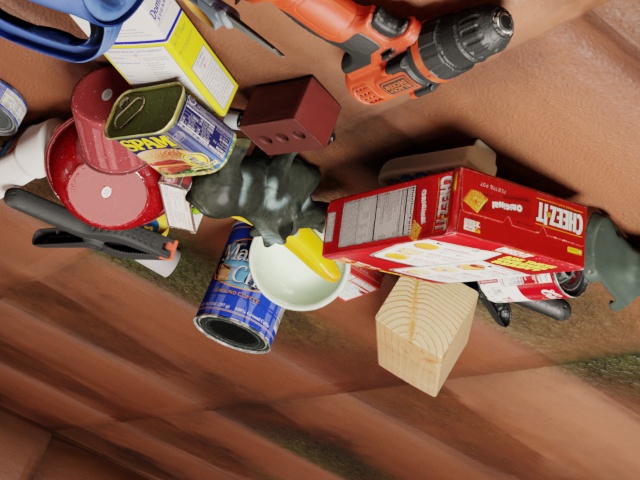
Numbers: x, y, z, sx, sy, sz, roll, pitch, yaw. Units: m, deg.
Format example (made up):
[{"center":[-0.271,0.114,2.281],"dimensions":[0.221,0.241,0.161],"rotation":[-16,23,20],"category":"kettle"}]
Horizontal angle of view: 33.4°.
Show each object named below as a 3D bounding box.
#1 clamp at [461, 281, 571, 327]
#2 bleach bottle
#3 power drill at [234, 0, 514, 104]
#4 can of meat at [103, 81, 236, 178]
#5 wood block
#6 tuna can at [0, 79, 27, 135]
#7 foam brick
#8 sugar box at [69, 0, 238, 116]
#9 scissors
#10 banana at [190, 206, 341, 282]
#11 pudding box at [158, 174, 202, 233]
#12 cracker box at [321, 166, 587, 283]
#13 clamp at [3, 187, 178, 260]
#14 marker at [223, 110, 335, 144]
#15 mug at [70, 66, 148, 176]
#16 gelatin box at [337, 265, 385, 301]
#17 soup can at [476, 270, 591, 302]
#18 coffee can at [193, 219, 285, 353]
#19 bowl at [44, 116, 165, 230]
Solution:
[{"center":[0.203,0.050,1.221],"dimensions":[0.171,0.039,0.120],"rotation":[36,150,-30],"category":"clamp"},{"center":[-0.372,-0.101,1.314],"dimensions":[0.251,0.102,0.068],"rotation":[-17,122,41],"category":"bleach bottle"},{"center":[0.036,-0.184,0.847],"dimensions":[0.187,0.057,0.185],"rotation":[34,153,-26],"category":"power drill"},{"center":[-0.145,-0.105,1.041],"dimensions":[0.102,0.057,0.083],"rotation":[-2,152,40],"category":"can of meat"},{"center":[0.126,0.110,1.299],"dimensions":[0.090,0.090,0.206],"rotation":[30,165,14],"category":"wood block"},{"center":[-0.391,-0.161,1.258],"dimensions":[0.086,0.033,0.086],"rotation":[17,155,8],"category":"tuna can"},{"center":[-0.029,-0.120,1.037],"dimensions":[0.078,0.051,0.053],"rotation":[-3,147,42],"category":"foam brick"},{"center":[-0.161,-0.187,1.011],"dimensions":[0.093,0.048,0.176],"rotation":[5,149,31],"category":"sugar box"},{"center":[-0.088,-0.197,0.859],"dimensions":[0.096,0.016,0.202],"rotation":[53,174,-26],"category":"scissors"},{"center":[-0.059,-0.015,1.201],"dimensions":[0.197,0.069,0.037],"rotation":[26,143,-24],"category":"banana"},{"center":[-0.143,-0.072,1.180],"dimensions":[0.039,0.090,0.113],"rotation":[17,156,8],"category":"pudding box"},{"center":[0.128,-0.009,1.057],"dimensions":[0.163,0.072,0.214],"rotation":[14,166,-31],"category":"cracker box"},{"center":[-0.283,-0.012,1.320],"dimensions":[0.210,0.036,0.164],"rotation":[10,161,9],"category":"clamp"},{"center":[-0.042,-0.116,1.095],"dimensions":[0.121,0.020,0.020],"rotation":[12,154,19],"category":"marker"},{"center":[-0.205,-0.130,1.127],"dimensions":[0.117,0.093,0.081],"rotation":[-10,151,-7],"category":"mug"},{"center":[0.028,0.041,1.352],"dimensions":[0.073,0.030,0.089],"rotation":[32,153,-19],"category":"gelatin box"},{"center":[0.223,0.030,1.127],"dimensions":[0.102,0.068,0.068],"rotation":[-9,143,46],"category":"soup can"},{"center":[-0.087,0.057,1.340],"dimensions":[0.103,0.140,0.103],"rotation":[17,156,8],"category":"coffee can"},{"center":[-0.237,-0.067,1.211],"dimensions":[0.162,0.055,0.162],"rotation":[0,125,0],"category":"bowl"}]
